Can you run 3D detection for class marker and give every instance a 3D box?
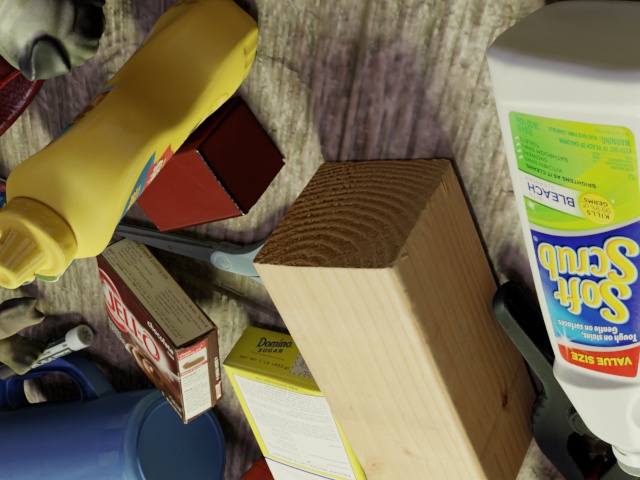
[{"bbox_3d":[-0.243,0.099,0.928,0.121,0.020,0.020,-23,116,34],"label":"marker"}]

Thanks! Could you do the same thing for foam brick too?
[{"bbox_3d":[-0.073,-0.044,0.643,0.078,0.053,0.051,-10,126,42],"label":"foam brick"}]

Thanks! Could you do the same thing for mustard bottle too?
[{"bbox_3d":[-0.106,-0.047,0.548,0.058,0.191,0.096,42,142,-11],"label":"mustard bottle"}]

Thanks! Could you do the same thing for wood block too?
[{"bbox_3d":[0.054,0.061,0.633,0.090,0.090,0.206,1,132,34],"label":"wood block"}]

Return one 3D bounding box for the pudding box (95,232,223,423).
[{"bbox_3d":[-0.116,0.062,0.768,0.114,0.039,0.090,43,150,31],"label":"pudding box"}]

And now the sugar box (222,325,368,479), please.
[{"bbox_3d":[-0.002,0.144,0.803,0.093,0.048,0.176,11,141,29],"label":"sugar box"}]

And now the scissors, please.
[{"bbox_3d":[-0.055,0.001,0.709,0.202,0.016,0.096,24,140,13],"label":"scissors"}]

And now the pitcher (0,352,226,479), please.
[{"bbox_3d":[-0.201,0.186,0.938,0.243,0.145,0.149,-17,132,41],"label":"pitcher"}]

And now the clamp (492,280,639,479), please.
[{"bbox_3d":[0.172,0.094,0.629,0.120,0.039,0.171,8,136,34],"label":"clamp"}]
